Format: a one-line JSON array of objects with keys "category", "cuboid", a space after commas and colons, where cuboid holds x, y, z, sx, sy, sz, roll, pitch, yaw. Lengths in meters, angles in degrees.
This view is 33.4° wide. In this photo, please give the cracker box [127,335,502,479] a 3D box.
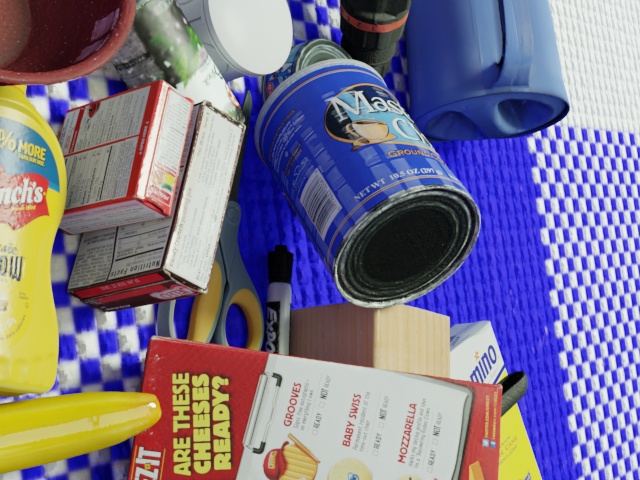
[{"category": "cracker box", "cuboid": [-0.007, 0.155, 0.626, 0.213, 0.072, 0.164, 8, 70, -8]}]

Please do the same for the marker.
[{"category": "marker", "cuboid": [-0.030, 0.062, 0.742, 0.020, 0.020, 0.121, 18, 68, -46]}]

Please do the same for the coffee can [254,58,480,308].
[{"category": "coffee can", "cuboid": [0.028, -0.040, 0.709, 0.102, 0.103, 0.140, 25, 26, -44]}]

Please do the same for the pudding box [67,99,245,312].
[{"category": "pudding box", "cuboid": [-0.096, -0.018, 0.626, 0.039, 0.090, 0.113, 31, 59, -41]}]

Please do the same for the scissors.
[{"category": "scissors", "cuboid": [-0.055, 0.001, 0.729, 0.096, 0.016, 0.201, 47, 50, -35]}]

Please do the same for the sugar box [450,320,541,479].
[{"category": "sugar box", "cuboid": [0.132, 0.165, 0.889, 0.093, 0.048, 0.176, -29, 105, -48]}]

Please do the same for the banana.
[{"category": "banana", "cuboid": [-0.171, 0.100, 0.527, 0.197, 0.070, 0.037, 1, 80, -50]}]

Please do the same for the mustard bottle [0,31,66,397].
[{"category": "mustard bottle", "cuboid": [-0.179, -0.018, 0.554, 0.096, 0.058, 0.191, 13, 71, -42]}]

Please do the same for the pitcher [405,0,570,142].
[{"category": "pitcher", "cuboid": [0.133, -0.213, 0.903, 0.144, 0.149, 0.243, 8, 72, -49]}]

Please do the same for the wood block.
[{"category": "wood block", "cuboid": [0.031, 0.151, 0.738, 0.090, 0.091, 0.206, 17, 69, -47]}]

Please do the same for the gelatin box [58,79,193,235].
[{"category": "gelatin box", "cuboid": [-0.117, -0.045, 0.608, 0.030, 0.089, 0.073, 31, 59, -43]}]

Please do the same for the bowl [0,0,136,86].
[{"category": "bowl", "cuboid": [-0.174, -0.135, 0.528, 0.161, 0.055, 0.162, 21, 54, -32]}]

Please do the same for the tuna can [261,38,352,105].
[{"category": "tuna can", "cuboid": [-0.003, -0.107, 0.800, 0.086, 0.034, 0.086, 14, 71, -47]}]

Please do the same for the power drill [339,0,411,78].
[{"category": "power drill", "cuboid": [0.047, -0.238, 0.825, 0.184, 0.057, 0.187, 101, -6, -54]}]
